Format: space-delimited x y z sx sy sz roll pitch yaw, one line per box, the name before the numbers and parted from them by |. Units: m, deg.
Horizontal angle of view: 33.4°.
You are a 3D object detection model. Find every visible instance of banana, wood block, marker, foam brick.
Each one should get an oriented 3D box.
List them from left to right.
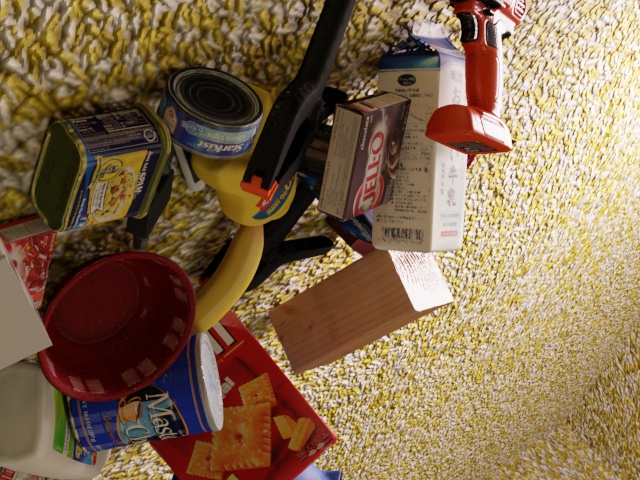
marker | -0.123 -0.082 0.962 0.020 0.020 0.121 -36 156 -14
banana | -0.120 0.056 1.126 0.198 0.037 0.069 -40 135 10
wood block | 0.047 0.083 1.326 0.206 0.090 0.090 -31 167 35
foam brick | 0.051 -0.017 1.300 0.053 0.051 0.078 -44 156 5

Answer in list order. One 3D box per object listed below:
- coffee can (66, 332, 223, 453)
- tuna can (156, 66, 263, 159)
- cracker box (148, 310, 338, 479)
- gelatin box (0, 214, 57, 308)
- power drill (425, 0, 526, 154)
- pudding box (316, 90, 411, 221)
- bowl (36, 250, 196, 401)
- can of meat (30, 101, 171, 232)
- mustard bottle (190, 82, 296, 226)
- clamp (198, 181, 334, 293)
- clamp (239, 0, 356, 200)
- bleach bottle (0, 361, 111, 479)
coffee can | -0.180 0.157 1.103 0.140 0.103 0.103 -10 154 2
tuna can | -0.091 -0.107 0.886 0.085 0.086 0.034 -19 145 -43
cracker box | -0.109 0.192 1.191 0.164 0.214 0.072 -39 176 -8
gelatin box | -0.264 0.028 0.895 0.073 0.030 0.089 -22 141 -49
power drill | 0.144 -0.186 1.036 0.184 0.057 0.187 14 79 -53
pudding box | 0.042 -0.083 1.036 0.089 0.039 0.113 -26 130 -53
bowl | -0.202 0.072 1.016 0.161 0.055 0.162 -19 126 -29
can of meat | -0.180 -0.058 0.868 0.083 0.057 0.102 -17 146 -42
mustard bottle | -0.063 -0.066 1.026 0.096 0.058 0.191 -61 161 -14
clamp | -0.058 0.001 1.182 0.171 0.039 0.120 -29 136 -24
clamp | -0.015 -0.115 0.965 0.164 0.036 0.210 89 24 -63
bleach bottle | -0.274 0.199 1.126 0.068 0.102 0.251 -6 163 6
